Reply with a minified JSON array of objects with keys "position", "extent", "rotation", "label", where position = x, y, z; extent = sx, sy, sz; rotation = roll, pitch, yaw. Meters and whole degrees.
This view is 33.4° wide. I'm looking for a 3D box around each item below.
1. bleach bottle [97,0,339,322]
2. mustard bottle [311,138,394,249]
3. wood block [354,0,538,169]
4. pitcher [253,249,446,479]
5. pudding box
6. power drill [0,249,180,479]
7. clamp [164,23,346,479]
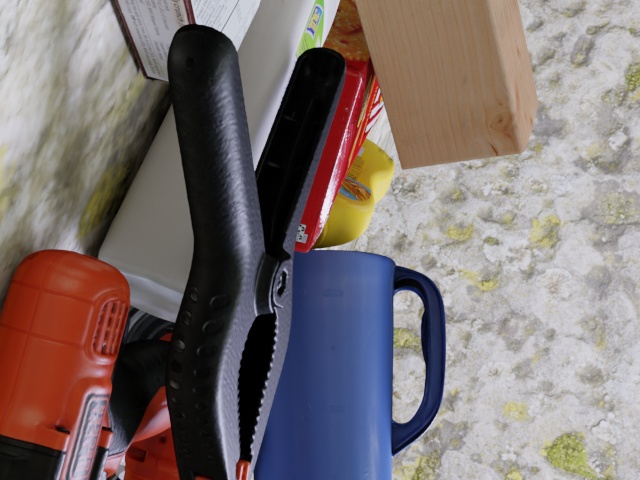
[{"position":[-0.035,-0.082,0.558],"extent":[0.102,0.068,0.250],"rotation":[93,17,-73],"label":"bleach bottle"},{"position":[0.002,-0.040,0.933],"extent":[0.191,0.096,0.058],"rotation":[-59,170,-62],"label":"mustard bottle"},{"position":[0.080,-0.164,0.721],"extent":[0.090,0.091,0.206],"rotation":[-61,138,-54],"label":"wood block"},{"position":[0.011,0.132,0.877],"extent":[0.144,0.149,0.243],"rotation":[9,74,-44],"label":"pitcher"},{"position":[-0.045,-0.118,0.424],"extent":[0.113,0.039,0.090],"rotation":[85,29,-75],"label":"pudding box"},{"position":[-0.096,0.104,0.470],"extent":[0.187,0.057,0.184],"rotation":[28,77,-73],"label":"power drill"},{"position":[-0.029,0.008,0.468],"extent":[0.164,0.036,0.210],"rotation":[-36,134,-67],"label":"clamp"}]
